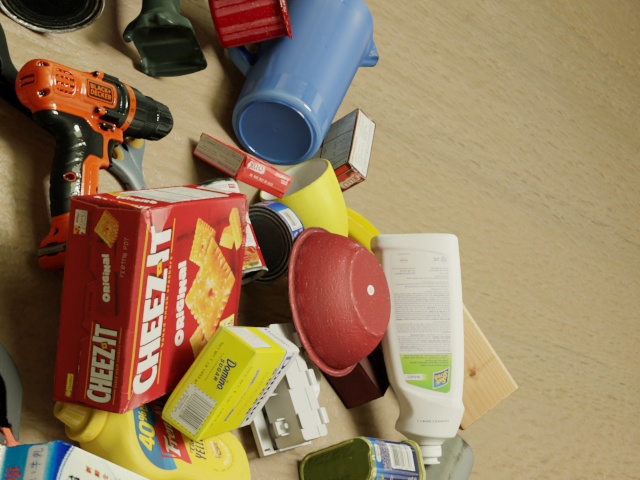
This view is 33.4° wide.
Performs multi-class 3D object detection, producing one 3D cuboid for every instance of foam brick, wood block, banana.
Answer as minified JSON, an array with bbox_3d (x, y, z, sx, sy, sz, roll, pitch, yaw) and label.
[{"bbox_3d":[0.038,0.140,1.205,0.078,0.051,0.053,55,33,-13],"label":"foam brick"},{"bbox_3d":[0.137,0.116,1.297,0.206,0.090,0.090,56,-8,-12],"label":"wood block"},{"bbox_3d":[0.068,0.024,1.344,0.198,0.037,0.069,57,32,-10],"label":"banana"}]

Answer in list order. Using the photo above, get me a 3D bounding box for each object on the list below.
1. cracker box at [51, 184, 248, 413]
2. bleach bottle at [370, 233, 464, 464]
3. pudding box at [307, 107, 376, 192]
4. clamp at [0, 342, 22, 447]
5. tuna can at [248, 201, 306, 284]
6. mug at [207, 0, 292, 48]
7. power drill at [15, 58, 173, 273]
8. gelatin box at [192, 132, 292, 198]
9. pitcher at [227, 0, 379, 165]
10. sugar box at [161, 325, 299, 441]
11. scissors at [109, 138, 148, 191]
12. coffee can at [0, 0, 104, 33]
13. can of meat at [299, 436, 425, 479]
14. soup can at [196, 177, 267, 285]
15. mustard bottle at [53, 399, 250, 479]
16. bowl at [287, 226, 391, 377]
[{"bbox_3d":[-0.135,0.041,0.906,0.213,0.072,0.164,-16,114,-71],"label":"cracker box"},{"bbox_3d":[0.108,0.120,1.186,0.068,0.102,0.251,50,40,-81],"label":"bleach bottle"},{"bbox_3d":[0.019,-0.101,1.312,0.039,0.090,0.113,43,38,-29],"label":"pudding box"},{"bbox_3d":[-0.278,0.082,0.807,0.120,0.039,0.171,-5,72,-54],"label":"clamp"},{"bbox_3d":[-0.057,0.001,1.135,0.033,0.086,0.086,-22,87,-59],"label":"tuna can"},{"bbox_3d":[-0.083,-0.270,1.207,0.117,0.081,0.093,65,14,-74],"label":"mug"},{"bbox_3d":[-0.198,-0.060,0.976,0.184,0.057,0.187,12,68,-55],"label":"power drill"},{"bbox_3d":[-0.084,-0.081,1.159,0.073,0.089,0.030,23,94,-45],"label":"gelatin box"},{"bbox_3d":[-0.033,-0.207,1.293,0.242,0.149,0.145,-70,147,-45],"label":"pitcher"},{"bbox_3d":[-0.075,0.125,0.955,0.048,0.093,0.176,36,3,14],"label":"sugar box"},{"bbox_3d":[-0.176,-0.060,1.075,0.201,0.016,0.096,56,31,-16],"label":"scissors"},{"bbox_3d":[-0.257,-0.288,1.037,0.102,0.103,0.140,30,46,-42],"label":"coffee can"},{"bbox_3d":[0.042,0.238,1.097,0.083,0.102,0.057,19,53,-45],"label":"can of meat"},{"bbox_3d":[-0.102,-0.005,1.093,0.068,0.069,0.102,-4,70,-56],"label":"soup can"},{"bbox_3d":[-0.146,0.175,0.910,0.191,0.058,0.096,34,26,-37],"label":"mustard bottle"},{"bbox_3d":[0.030,0.059,1.119,0.162,0.055,0.162,34,49,-52],"label":"bowl"}]
